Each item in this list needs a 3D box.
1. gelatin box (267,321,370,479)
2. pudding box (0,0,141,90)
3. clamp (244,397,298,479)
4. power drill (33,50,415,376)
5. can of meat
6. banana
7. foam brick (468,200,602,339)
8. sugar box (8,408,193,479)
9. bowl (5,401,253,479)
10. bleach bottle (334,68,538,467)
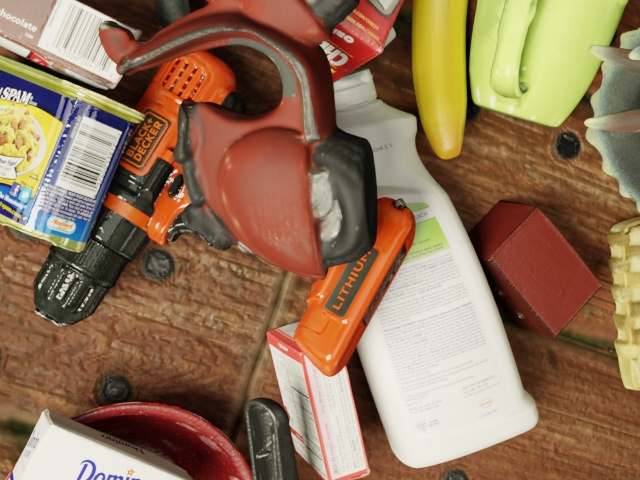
[{"bbox_3d":[-0.001,0.101,0.672,0.030,0.073,0.089,-16,100,-16],"label":"gelatin box"},{"bbox_3d":[-0.162,-0.122,0.589,0.113,0.090,0.039,26,89,-20],"label":"pudding box"},{"bbox_3d":[-0.022,0.194,0.639,0.209,0.036,0.164,39,75,-47],"label":"clamp"},{"bbox_3d":[-0.054,0.001,0.616,0.188,0.057,0.184,30,87,9],"label":"power drill"},{"bbox_3d":[-0.157,-0.050,0.593,0.057,0.102,0.084,21,92,-54],"label":"can of meat"},{"bbox_3d":[0.080,-0.153,0.676,0.037,0.069,0.198,4,101,-8],"label":"banana"},{"bbox_3d":[0.139,0.019,0.721,0.051,0.053,0.078,-45,106,-9],"label":"foam brick"},{"bbox_3d":[-0.150,0.192,0.590,0.093,0.048,0.176,29,83,-19],"label":"sugar box"},{"bbox_3d":[-0.120,0.171,0.650,0.162,0.055,0.162,-2,96,-18],"label":"bowl"},{"bbox_3d":[0.059,0.013,0.683,0.102,0.068,0.251,-18,102,-8],"label":"bleach bottle"}]
